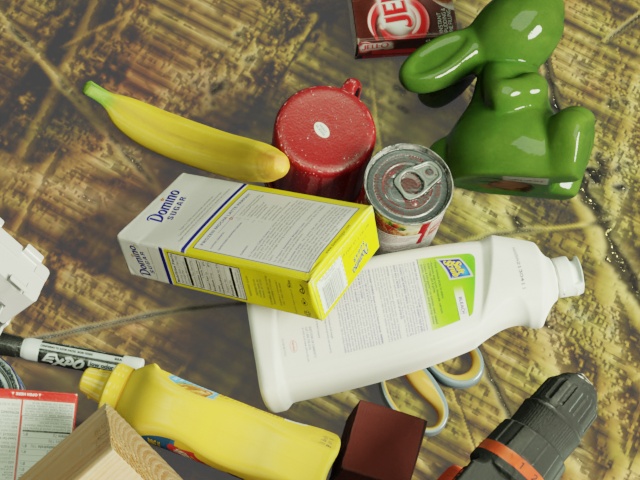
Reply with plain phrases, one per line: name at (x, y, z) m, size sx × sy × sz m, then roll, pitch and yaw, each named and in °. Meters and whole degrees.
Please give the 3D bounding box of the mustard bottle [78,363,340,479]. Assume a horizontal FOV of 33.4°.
mustard bottle at (-0.083, 0.134, 0.770) m, size 0.191 × 0.096 × 0.058 m, roll 21°, pitch 80°, yaw 4°

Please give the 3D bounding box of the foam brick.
foam brick at (0.041, 0.156, 0.783) m, size 0.051 × 0.078 × 0.053 m, roll 19°, pitch 68°, yaw 1°

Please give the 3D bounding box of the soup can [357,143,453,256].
soup can at (0.062, -0.024, 0.844) m, size 0.068 × 0.102 × 0.068 m, roll 2°, pitch 68°, yaw -5°

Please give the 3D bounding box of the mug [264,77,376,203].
mug at (0.006, -0.082, 0.873) m, size 0.093 × 0.081 × 0.117 m, roll 27°, pitch 68°, yaw 6°

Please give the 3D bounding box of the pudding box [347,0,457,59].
pudding box at (0.069, -0.220, 0.957) m, size 0.090 × 0.039 × 0.113 m, roll -4°, pitch 68°, yaw -6°

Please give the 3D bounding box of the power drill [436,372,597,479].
power drill at (0.104, 0.177, 0.721) m, size 0.057 × 0.188 × 0.184 m, roll 41°, pitch 72°, yaw 13°

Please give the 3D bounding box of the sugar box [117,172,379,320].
sugar box at (-0.055, 0.001, 0.805) m, size 0.176 × 0.048 × 0.093 m, roll 10°, pitch 41°, yaw 31°

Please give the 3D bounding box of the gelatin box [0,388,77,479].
gelatin box at (-0.213, 0.151, 0.754) m, size 0.073 × 0.030 × 0.089 m, roll 6°, pitch 70°, yaw -17°

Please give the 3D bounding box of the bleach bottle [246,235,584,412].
bleach bottle at (0.074, 0.057, 0.808) m, size 0.251 × 0.068 × 0.102 m, roll -11°, pitch 71°, yaw 2°

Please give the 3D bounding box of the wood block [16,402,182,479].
wood block at (-0.185, 0.216, 0.691) m, size 0.206 × 0.090 × 0.090 m, roll -41°, pitch 107°, yaw -3°

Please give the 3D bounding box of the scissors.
scissors at (0.055, 0.059, 0.856) m, size 0.096 × 0.016 × 0.202 m, roll -26°, pitch 73°, yaw -13°

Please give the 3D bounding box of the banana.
banana at (-0.102, -0.078, 0.859) m, size 0.198 × 0.069 × 0.037 m, roll 21°, pitch 91°, yaw 23°

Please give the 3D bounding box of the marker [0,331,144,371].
marker at (-0.197, 0.089, 0.820) m, size 0.121 × 0.020 × 0.020 m, roll 11°, pitch 68°, yaw -1°
